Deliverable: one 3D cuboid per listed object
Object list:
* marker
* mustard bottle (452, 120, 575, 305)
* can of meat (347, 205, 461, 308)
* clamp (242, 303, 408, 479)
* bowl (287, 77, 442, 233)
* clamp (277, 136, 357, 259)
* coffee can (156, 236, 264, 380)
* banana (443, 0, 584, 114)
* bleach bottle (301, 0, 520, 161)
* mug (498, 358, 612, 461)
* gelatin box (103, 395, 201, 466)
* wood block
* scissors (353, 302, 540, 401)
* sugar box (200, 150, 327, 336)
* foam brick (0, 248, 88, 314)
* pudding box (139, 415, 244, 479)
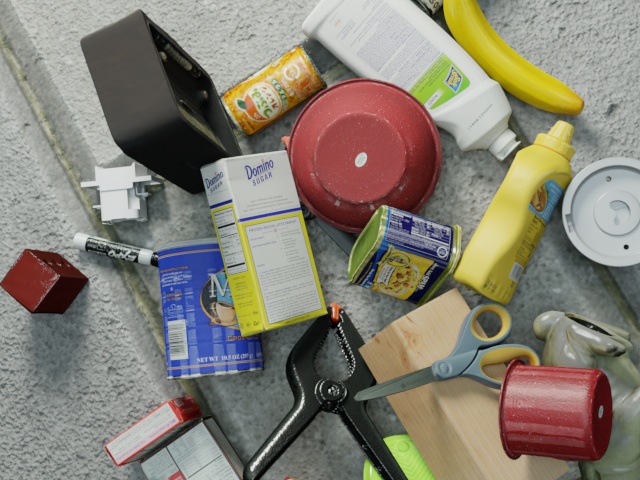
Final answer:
[{"bbox_3d":[-0.216,0.013,1.184,0.121,0.020,0.020,13,88,11],"label":"marker"},{"bbox_3d":[0.203,-0.032,1.070,0.058,0.096,0.191,28,90,30],"label":"mustard bottle"},{"bbox_3d":[0.082,0.016,1.075,0.084,0.102,0.057,17,52,-11],"label":"can of meat"},{"bbox_3d":[0.000,0.163,1.078,0.164,0.036,0.210,1,60,-11],"label":"clamp"},{"bbox_3d":[0.042,-0.084,1.082,0.162,0.055,0.162,1,96,8],"label":"bowl"},{"bbox_3d":[-0.005,-0.027,1.140,0.120,0.039,0.171,-4,91,4],"label":"clamp"},{"bbox_3d":[-0.115,0.071,1.118,0.103,0.102,0.140,-7,84,10],"label":"coffee can"},{"bbox_3d":[0.188,-0.195,1.103,0.198,0.070,0.037,48,66,-4],"label":"banana"},{"bbox_3d":[0.103,-0.173,1.119,0.251,0.068,0.103,45,109,6],"label":"bleach bottle"},{"bbox_3d":[0.219,0.164,0.972,0.082,0.117,0.093,0,42,29],"label":"mug"},{"bbox_3d":[-0.176,0.201,1.133,0.089,0.073,0.030,-36,80,6],"label":"gelatin box"},{"bbox_3d":[0.138,0.166,1.054,0.090,0.090,0.206,-26,78,-30],"label":"wood block"},{"bbox_3d":[0.117,0.104,1.010,0.201,0.016,0.096,2,64,-22],"label":"scissors"},{"bbox_3d":[-0.057,0.001,1.083,0.048,0.093,0.176,-18,86,43],"label":"sugar box"},{"bbox_3d":[-0.302,0.045,1.168,0.053,0.078,0.051,38,94,11],"label":"foam brick"},{"bbox_3d":[-0.127,0.258,1.138,0.090,0.039,0.113,-35,82,5],"label":"pudding box"}]
